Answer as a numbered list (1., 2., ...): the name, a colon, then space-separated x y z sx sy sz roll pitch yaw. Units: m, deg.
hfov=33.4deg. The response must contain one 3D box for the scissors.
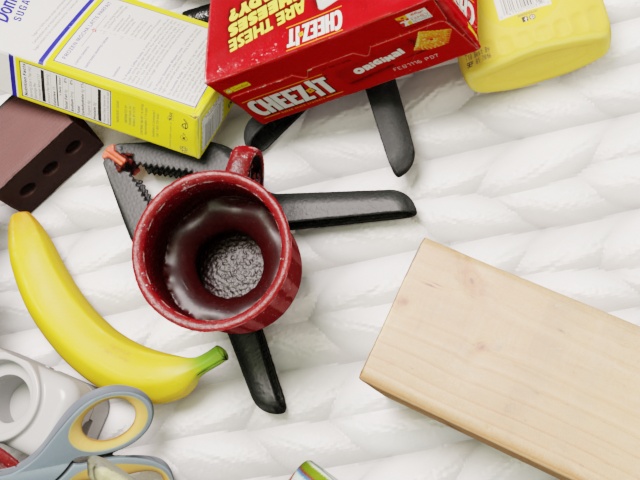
1. scissors: -0.185 0.131 0.646 0.201 0.016 0.096 6 101 -21

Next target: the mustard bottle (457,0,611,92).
1. mustard bottle: 0.119 -0.198 0.703 0.096 0.058 0.191 -16 72 12

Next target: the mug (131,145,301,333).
1. mug: -0.054 0.001 0.642 0.093 0.081 0.117 8 81 10

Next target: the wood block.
1. wood block: 0.138 0.087 0.602 0.206 0.090 0.090 23 82 19

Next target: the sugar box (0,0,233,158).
1. sugar box: -0.144 -0.123 0.722 0.176 0.048 0.093 18 48 9

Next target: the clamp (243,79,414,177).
1. clamp: 0.030 -0.121 0.714 0.120 0.039 0.171 21 83 19

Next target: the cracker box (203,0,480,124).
1. cracker box: 0.014 -0.199 0.684 0.164 0.072 0.213 -15 61 31

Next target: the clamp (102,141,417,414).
1. clamp: -0.052 -0.012 0.706 0.210 0.036 0.164 40 87 17

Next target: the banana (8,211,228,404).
1. banana: -0.149 0.054 0.712 0.198 0.037 0.069 31 86 22

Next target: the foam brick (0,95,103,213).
1. foam brick: -0.203 -0.067 0.751 0.078 0.053 0.051 -43 69 1
